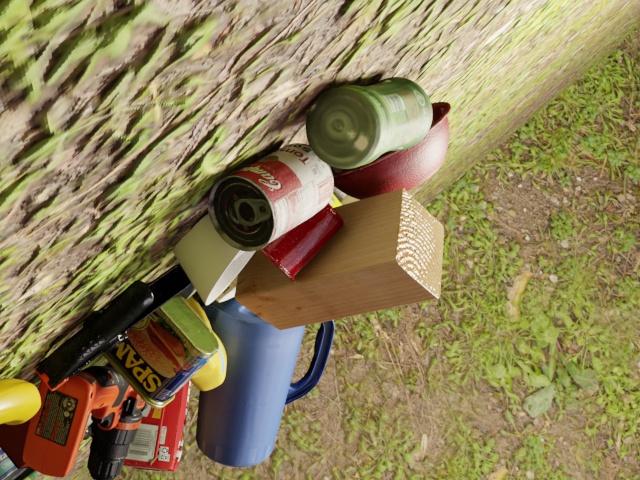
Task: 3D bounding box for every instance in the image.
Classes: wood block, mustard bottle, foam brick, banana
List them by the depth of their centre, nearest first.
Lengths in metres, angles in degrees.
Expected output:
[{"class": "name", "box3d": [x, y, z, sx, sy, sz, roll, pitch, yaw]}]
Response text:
[{"class": "banana", "box3d": [-0.286, 0.151, 0.949, 0.069, 0.037, 0.198, -40, 175, -12]}, {"class": "wood block", "box3d": [0.020, 0.025, 1.148, 0.206, 0.090, 0.091, -15, -126, 33]}, {"class": "foam brick", "box3d": [-0.316, 0.211, 1.154, 0.051, 0.053, 0.078, -39, 176, -12]}, {"class": "mustard bottle", "box3d": [-0.146, 0.126, 1.252, 0.058, 0.096, 0.191, -24, 163, -5]}]

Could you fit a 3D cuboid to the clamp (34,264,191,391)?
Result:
[{"class": "clamp", "box3d": [-0.194, 0.079, 1.004, 0.172, 0.039, 0.120, -36, 172, 23]}]

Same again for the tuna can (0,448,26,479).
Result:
[{"class": "tuna can", "box3d": [-0.383, 0.273, 1.294, 0.086, 0.034, 0.086, -40, 175, -5]}]

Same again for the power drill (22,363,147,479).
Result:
[{"class": "power drill", "box3d": [-0.241, 0.188, 1.129, 0.187, 0.057, 0.184, -17, 122, -76]}]

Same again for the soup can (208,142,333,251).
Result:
[{"class": "soup can", "box3d": [-0.041, -0.040, 0.934, 0.069, 0.068, 0.102, -45, 174, 39]}]

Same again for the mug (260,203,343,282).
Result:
[{"class": "mug", "box3d": [-0.034, -0.021, 1.100, 0.081, 0.093, 0.117, -45, -159, -2]}]

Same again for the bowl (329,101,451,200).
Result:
[{"class": "bowl", "box3d": [0.078, -0.087, 1.147, 0.162, 0.055, 0.162, -27, -164, 8]}]

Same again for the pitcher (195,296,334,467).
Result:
[{"class": "pitcher", "box3d": [-0.087, 0.174, 1.407, 0.144, 0.149, 0.243, -30, 137, -54]}]

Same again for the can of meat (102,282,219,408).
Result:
[{"class": "can of meat", "box3d": [-0.164, 0.103, 1.080, 0.084, 0.102, 0.057, -45, 174, 20]}]

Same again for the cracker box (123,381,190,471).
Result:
[{"class": "cracker box", "box3d": [-0.212, 0.222, 1.419, 0.214, 0.072, 0.164, 114, -17, -76]}]
